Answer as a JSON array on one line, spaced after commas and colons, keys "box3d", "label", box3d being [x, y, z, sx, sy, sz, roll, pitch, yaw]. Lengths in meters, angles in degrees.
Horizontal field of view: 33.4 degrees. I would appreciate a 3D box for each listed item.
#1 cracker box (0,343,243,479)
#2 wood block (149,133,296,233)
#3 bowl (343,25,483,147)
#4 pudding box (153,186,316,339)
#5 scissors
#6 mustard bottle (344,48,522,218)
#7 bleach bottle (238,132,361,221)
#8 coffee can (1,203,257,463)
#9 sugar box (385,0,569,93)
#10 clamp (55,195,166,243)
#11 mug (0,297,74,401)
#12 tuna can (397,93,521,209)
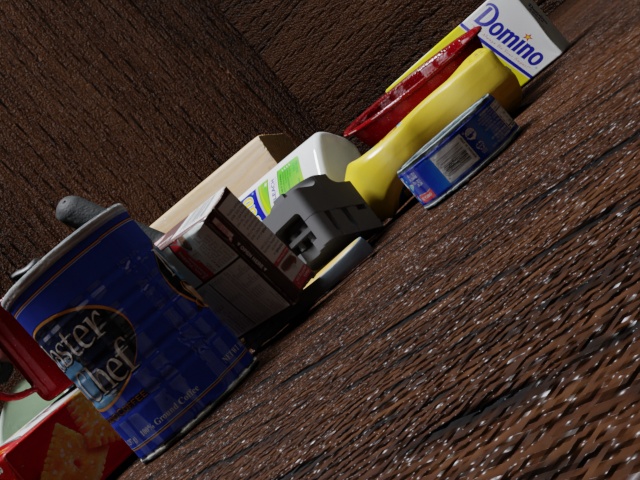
[{"box3d": [-0.179, 0.147, 0.854, 0.213, 0.072, 0.164, -42, 4, -41], "label": "cracker box"}, {"box3d": [-0.108, -0.031, 1.277, 0.206, 0.090, 0.090, -37, -6, 21], "label": "wood block"}, {"box3d": [0.100, -0.129, 0.996, 0.162, 0.055, 0.162, -39, 8, 6], "label": "bowl"}, {"box3d": [-0.072, 0.025, 0.755, 0.114, 0.090, 0.039, -33, 18, 46], "label": "pudding box"}, {"box3d": [-0.035, 0.061, 0.795, 0.202, 0.016, 0.096, -40, 1, 21], "label": "scissors"}, {"box3d": [0.080, -0.074, 0.889, 0.191, 0.058, 0.096, -41, -8, 1], "label": "mustard bottle"}, {"box3d": [-0.057, 0.001, 1.033, 0.067, 0.102, 0.251, 14, -38, -42], "label": "bleach bottle"}, {"box3d": [-0.125, 0.061, 0.708, 0.103, 0.140, 0.103, -41, 2, 2], "label": "coffee can"}, {"box3d": [0.163, -0.181, 1.123, 0.176, 0.093, 0.048, -40, 3, 35], "label": "sugar box"}, {"box3d": [-0.113, 0.016, 0.879, 0.210, 0.164, 0.036, 2, 59, 44], "label": "clamp"}, {"box3d": [-0.210, 0.075, 0.812, 0.117, 0.081, 0.093, -40, 4, -32], "label": "mug"}, {"box3d": [0.094, -0.061, 0.731, 0.086, 0.034, 0.086, -41, 2, 2], "label": "tuna can"}]
